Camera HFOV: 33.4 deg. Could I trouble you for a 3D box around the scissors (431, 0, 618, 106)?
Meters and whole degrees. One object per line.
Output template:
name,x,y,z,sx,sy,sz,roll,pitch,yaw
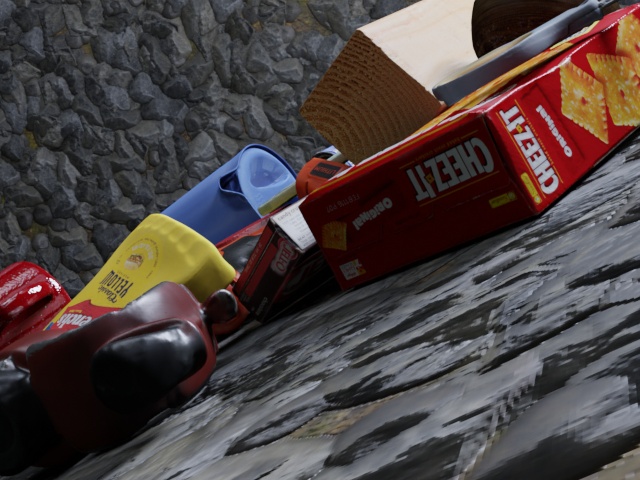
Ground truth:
scissors,0.149,-0.133,0.669,0.201,0.016,0.096,-31,7,-17

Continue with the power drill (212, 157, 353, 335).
power drill,-0.056,0.001,0.878,0.187,0.057,0.185,-33,26,-18

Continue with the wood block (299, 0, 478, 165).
wood block,0.083,-0.134,0.886,0.091,0.090,0.205,-52,-9,35

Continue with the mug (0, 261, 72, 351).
mug,-0.229,0.063,0.789,0.081,0.093,0.117,-39,-6,-38

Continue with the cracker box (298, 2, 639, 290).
cracker box,0.111,-0.062,0.681,0.164,0.072,0.213,-26,6,47

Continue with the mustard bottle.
mustard bottle,-0.151,0.070,0.739,0.191,0.058,0.096,-49,41,-15

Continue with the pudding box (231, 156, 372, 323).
pudding box,-0.002,-0.001,0.745,0.113,0.039,0.090,-35,-15,-39

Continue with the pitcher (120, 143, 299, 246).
pitcher,-0.129,-0.002,1.321,0.243,0.149,0.145,-31,18,29
